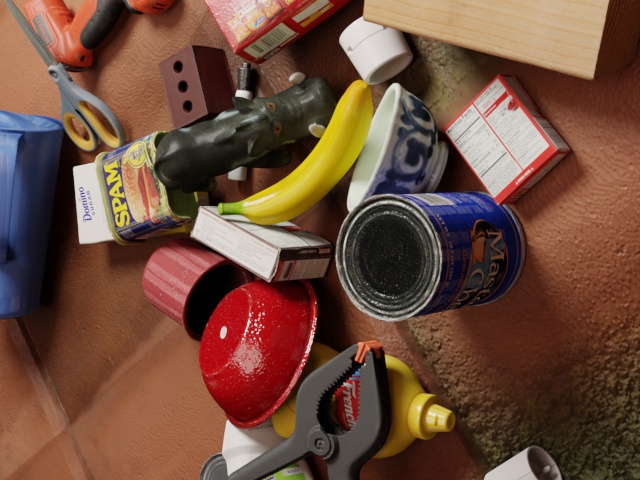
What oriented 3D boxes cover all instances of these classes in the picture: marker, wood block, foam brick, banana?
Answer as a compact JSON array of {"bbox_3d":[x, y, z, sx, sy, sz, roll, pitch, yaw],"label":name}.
[{"bbox_3d":[-0.081,-0.123,1.106,0.020,0.020,0.121,11,100,37],"label":"marker"},{"bbox_3d":[0.147,-0.202,0.854,0.206,0.090,0.090,21,119,29],"label":"wood block"},{"bbox_3d":[-0.127,-0.159,1.119,0.053,0.051,0.078,-21,80,37],"label":"foam brick"},{"bbox_3d":[-0.008,-0.070,0.992,0.198,0.069,0.037,-41,55,26],"label":"banana"}]

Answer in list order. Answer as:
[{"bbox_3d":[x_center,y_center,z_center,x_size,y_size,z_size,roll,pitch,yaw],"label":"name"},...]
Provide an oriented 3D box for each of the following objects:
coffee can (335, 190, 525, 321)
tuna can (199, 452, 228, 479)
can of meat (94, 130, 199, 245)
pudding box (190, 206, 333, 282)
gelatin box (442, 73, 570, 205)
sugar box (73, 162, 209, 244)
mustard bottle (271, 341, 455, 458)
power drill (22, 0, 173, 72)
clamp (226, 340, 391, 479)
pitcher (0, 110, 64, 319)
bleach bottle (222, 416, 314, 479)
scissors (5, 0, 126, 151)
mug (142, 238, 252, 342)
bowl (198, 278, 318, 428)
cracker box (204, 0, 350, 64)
[{"bbox_3d":[0.095,0.010,0.900,0.103,0.140,0.103,3,95,38],"label":"coffee can"},{"bbox_3d":[-0.087,0.263,1.126,0.086,0.033,0.086,3,94,38],"label":"tuna can"},{"bbox_3d":[-0.177,-0.055,1.103,0.084,0.057,0.102,-18,82,33],"label":"can of meat"},{"bbox_3d":[-0.057,0.001,1.050,0.114,0.089,0.039,26,108,34],"label":"pudding box"},{"bbox_3d":[0.159,-0.087,0.914,0.073,0.030,0.089,-46,66,32],"label":"gelatin box"},{"bbox_3d":[-0.201,-0.048,1.189,0.177,0.048,0.093,-5,89,41],"label":"sugar box"},{"bbox_3d":[0.040,0.153,1.004,0.192,0.058,0.096,6,93,37],"label":"mustard bottle"},{"bbox_3d":[-0.260,-0.296,1.211,0.188,0.057,0.184,-38,70,33],"label":"power drill"},{"bbox_3d":[-0.001,0.183,0.970,0.165,0.036,0.210,20,99,28],"label":"clamp"},{"bbox_3d":[-0.382,-0.031,1.275,0.145,0.149,0.243,15,105,25],"label":"pitcher"},{"bbox_3d":[-0.036,0.266,1.058,0.068,0.102,0.251,-38,61,49],"label":"bleach bottle"},{"bbox_3d":[-0.302,-0.178,1.222,0.201,0.016,0.096,47,140,-8],"label":"scissors"},{"bbox_3d":[-0.125,0.038,1.115,0.082,0.093,0.117,28,79,38],"label":"mug"},{"bbox_3d":[-0.071,0.098,1.040,0.162,0.055,0.162,-42,34,36],"label":"bowl"},{"bbox_3d":[-0.053,-0.300,1.008,0.164,0.072,0.214,-34,76,15],"label":"cracker box"}]
